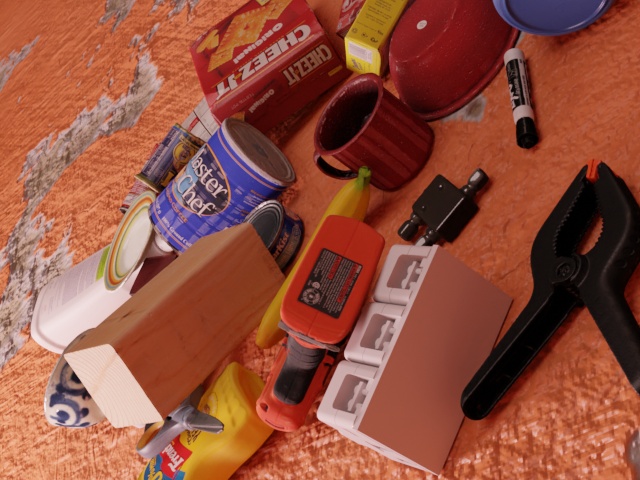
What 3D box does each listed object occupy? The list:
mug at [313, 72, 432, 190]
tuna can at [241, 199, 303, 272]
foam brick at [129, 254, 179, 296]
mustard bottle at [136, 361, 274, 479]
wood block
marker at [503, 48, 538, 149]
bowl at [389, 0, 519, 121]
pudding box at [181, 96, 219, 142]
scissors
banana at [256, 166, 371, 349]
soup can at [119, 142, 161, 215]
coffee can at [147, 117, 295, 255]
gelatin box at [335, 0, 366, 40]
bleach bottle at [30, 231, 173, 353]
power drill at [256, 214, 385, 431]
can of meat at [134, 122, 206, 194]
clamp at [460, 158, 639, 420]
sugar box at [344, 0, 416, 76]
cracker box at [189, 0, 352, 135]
[{"bbox_3d":[0.045,-0.095,1.037,0.117,0.081,0.093,-35,36,32],"label":"mug"},{"bbox_3d":[-0.057,0.001,1.142,0.086,0.033,0.086,-36,36,31],"label":"tuna can"},{"bbox_3d":[-0.177,0.052,1.248,0.078,0.053,0.051,-7,56,54],"label":"foam brick"},{"bbox_3d":[-0.121,0.211,1.010,0.192,0.058,0.096,-50,29,12],"label":"mustard bottle"},{"bbox_3d":[-0.134,0.079,1.039,0.091,0.090,0.205,-17,20,47],"label":"wood block"},{"bbox_3d":[0.176,-0.125,0.939,0.020,0.020,0.121,-35,37,33],"label":"marker"},{"bbox_3d":[0.120,-0.201,1.057,0.162,0.055,0.162,-37,35,31],"label":"bowl"},{"bbox_3d":[-0.138,-0.149,1.397,0.090,0.039,0.114,-49,34,8],"label":"pudding box"},{"bbox_3d":[-0.128,0.174,0.959,0.096,0.016,0.202,-51,14,-2],"label":"scissors"},{"bbox_3d":[-0.003,0.016,1.025,0.037,0.069,0.198,31,95,21],"label":"banana"},{"bbox_3d":[-0.209,-0.069,1.394,0.069,0.068,0.102,6,66,57],"label":"soup can"},{"bbox_3d":[-0.112,-0.054,1.205,0.140,0.102,0.103,-46,32,19],"label":"coffee can"},{"bbox_3d":[0.060,-0.279,1.242,0.089,0.030,0.073,-24,43,43],"label":"gelatin box"},{"bbox_3d":[-0.271,0.053,1.376,0.251,0.068,0.102,-31,41,33],"label":"bleach bottle"},{"bbox_3d":[0.006,0.055,0.898,0.188,0.057,0.184,103,-170,-62],"label":"power drill"},{"bbox_3d":[-0.161,-0.082,1.306,0.084,0.102,0.058,-55,31,-3],"label":"can of meat"},{"bbox_3d":[0.177,0.036,0.766,0.165,0.036,0.210,-22,42,44],"label":"clamp"},{"bbox_3d":[0.085,-0.265,1.138,0.176,0.048,0.093,-63,-7,-9],"label":"sugar box"},{"bbox_3d":[-0.069,-0.223,1.303,0.164,0.072,0.214,-35,33,8],"label":"cracker box"}]
